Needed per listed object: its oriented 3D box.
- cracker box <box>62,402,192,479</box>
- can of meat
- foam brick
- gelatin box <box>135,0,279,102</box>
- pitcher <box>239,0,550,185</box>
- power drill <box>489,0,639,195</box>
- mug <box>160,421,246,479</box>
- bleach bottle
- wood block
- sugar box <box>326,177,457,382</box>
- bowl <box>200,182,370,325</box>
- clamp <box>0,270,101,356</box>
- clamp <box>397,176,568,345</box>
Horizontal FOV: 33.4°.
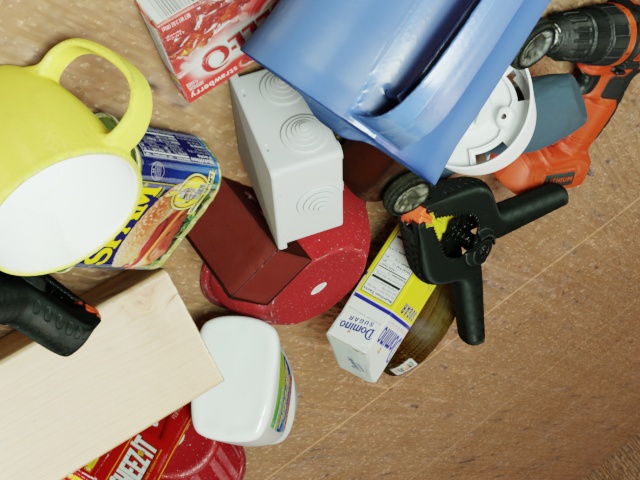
[{"bbox_3d":[-0.192,0.215,0.858,0.214,0.072,0.164,-52,-173,27],"label":"cracker box"},{"bbox_3d":[-0.122,-0.026,0.672,0.102,0.057,0.083,-49,153,22],"label":"can of meat"},{"bbox_3d":[-0.055,0.001,0.770,0.051,0.078,0.052,-46,154,15],"label":"foam brick"},{"bbox_3d":[-0.054,-0.131,0.619,0.089,0.030,0.073,-33,153,-8],"label":"gelatin box"},{"bbox_3d":[0.078,-0.158,0.579,0.243,0.149,0.144,-55,155,6],"label":"pitcher"},{"bbox_3d":[0.222,-0.124,0.928,0.184,0.057,0.188,-9,143,-38],"label":"power drill"},{"bbox_3d":[-0.134,0.194,0.979,0.117,0.093,0.081,-2,148,10],"label":"mug"},{"bbox_3d":[-0.055,0.131,0.951,0.068,0.102,0.251,5,170,7],"label":"bleach bottle"},{"bbox_3d":[-0.184,0.105,0.723,0.205,0.091,0.090,-30,-168,-19],"label":"wood block"},{"bbox_3d":[0.073,0.034,0.933,0.176,0.048,0.093,-59,161,-16],"label":"sugar box"},{"bbox_3d":[-0.015,0.019,0.869,0.162,0.055,0.162,-28,152,-17],"label":"bowl"},{"bbox_3d":[-0.174,0.031,0.599,0.039,0.120,0.171,-44,141,4],"label":"clamp"},{"bbox_3d":[0.122,0.010,0.895,0.209,0.036,0.165,13,106,-51],"label":"clamp"}]
